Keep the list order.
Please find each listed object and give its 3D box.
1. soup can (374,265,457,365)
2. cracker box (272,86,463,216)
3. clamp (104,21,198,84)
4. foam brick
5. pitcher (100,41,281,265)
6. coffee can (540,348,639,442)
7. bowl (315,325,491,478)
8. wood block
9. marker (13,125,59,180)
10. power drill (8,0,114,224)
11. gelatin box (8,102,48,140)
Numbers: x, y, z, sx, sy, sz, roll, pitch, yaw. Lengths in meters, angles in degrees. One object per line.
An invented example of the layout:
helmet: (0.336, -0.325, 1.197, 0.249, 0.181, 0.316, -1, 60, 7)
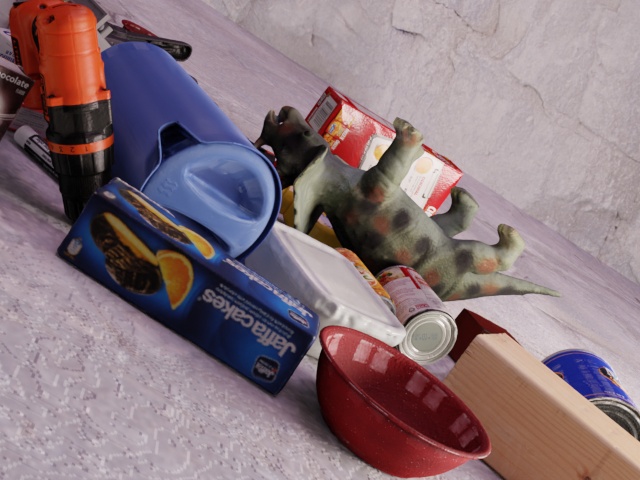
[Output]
soup can: (0.097, 0.079, 1.139, 0.068, 0.068, 0.102, 28, 15, -27)
cracker box: (0.053, -0.081, 1.404, 0.213, 0.164, 0.072, 27, 17, -29)
clamp: (-0.241, -0.237, 1.273, 0.210, 0.036, 0.164, 20, 20, -11)
foam brick: (0.189, 0.123, 1.245, 0.078, 0.053, 0.051, 26, 15, -31)
pitcher: (-0.138, -0.077, 0.972, 0.144, 0.149, 0.243, 11, 27, -34)
coffee can: (0.280, 0.186, 1.129, 0.102, 0.103, 0.140, 33, 13, -7)
bowl: (0.053, 0.136, 0.841, 0.162, 0.055, 0.162, 32, 13, -9)
wood block: (0.210, 0.184, 0.984, 0.206, 0.091, 0.090, 40, 15, 24)
marker: (-0.227, -0.061, 0.946, 0.121, 0.020, 0.020, 39, 13, 22)
power drill: (-0.215, -0.120, 0.898, 0.057, 0.184, 0.188, -10, 27, -21)
gelatin box: (-0.282, -0.129, 1.033, 0.073, 0.030, 0.089, 42, 15, 31)
